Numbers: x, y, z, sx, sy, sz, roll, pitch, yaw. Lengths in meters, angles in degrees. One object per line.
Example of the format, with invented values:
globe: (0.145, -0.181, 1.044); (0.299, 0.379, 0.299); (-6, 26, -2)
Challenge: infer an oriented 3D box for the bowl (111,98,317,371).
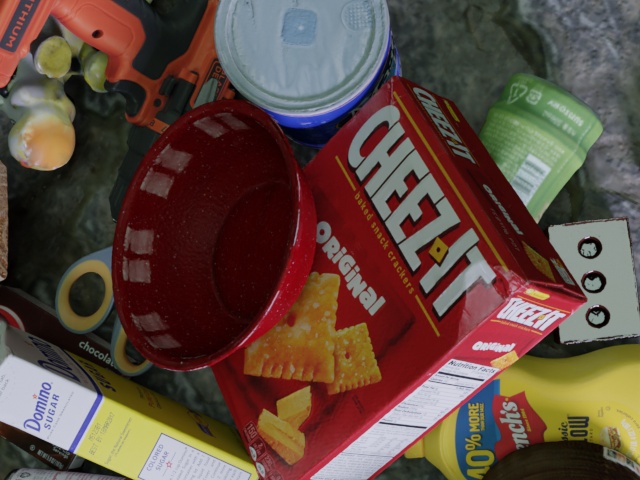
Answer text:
bowl: (-0.054, 0.001, 0.634); (0.162, 0.055, 0.162); (-15, 67, 39)

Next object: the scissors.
scissors: (-0.124, -0.012, 0.704); (0.096, 0.016, 0.202); (10, 96, 19)

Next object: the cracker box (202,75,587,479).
cracker box: (0.025, 0.035, 0.641); (0.214, 0.072, 0.164); (-45, 54, 25)

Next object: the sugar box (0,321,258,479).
sugar box: (-0.129, 0.113, 0.676); (0.176, 0.093, 0.048); (31, 87, -19)

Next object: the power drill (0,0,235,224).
power drill: (-0.142, -0.106, 0.689); (0.057, 0.187, 0.184); (31, 98, 44)

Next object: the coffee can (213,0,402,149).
coffee can: (-0.003, -0.118, 0.682); (0.103, 0.140, 0.103); (-1, 86, 8)

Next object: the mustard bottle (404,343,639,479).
mustard bottle: (0.129, 0.118, 0.688); (0.192, 0.058, 0.096); (-3, 107, 9)

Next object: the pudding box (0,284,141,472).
pudding box: (-0.196, 0.096, 0.746); (0.113, 0.039, 0.090); (29, 89, 8)
